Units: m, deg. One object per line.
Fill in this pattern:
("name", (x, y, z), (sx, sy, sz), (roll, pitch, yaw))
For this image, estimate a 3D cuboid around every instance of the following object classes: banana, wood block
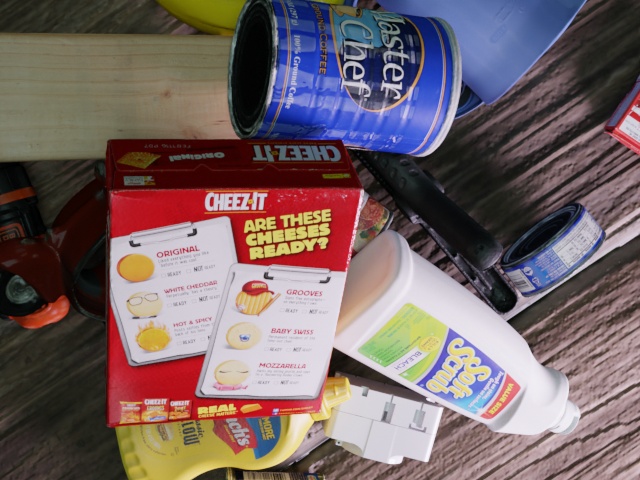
("banana", (-0.065, -0.185, 0.828), (0.198, 0.037, 0.069), (12, 57, 20))
("wood block", (-0.171, -0.105, 0.795), (0.205, 0.091, 0.090), (-4, 94, -21))

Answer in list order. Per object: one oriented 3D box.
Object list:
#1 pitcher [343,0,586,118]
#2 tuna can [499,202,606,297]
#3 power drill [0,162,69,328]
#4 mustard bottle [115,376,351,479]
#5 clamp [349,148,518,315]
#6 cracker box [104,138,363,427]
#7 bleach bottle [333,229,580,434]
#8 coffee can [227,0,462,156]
("pitcher", (0.080, -0.221, 0.835), (0.243, 0.145, 0.149), (39, 65, -3))
("tuna can", (0.191, 0.007, 0.881), (0.086, 0.086, 0.034), (-40, 95, 0))
("power drill", (-0.315, 0.004, 0.859), (0.187, 0.057, 0.184), (-19, 93, -1))
("mustard bottle", (-0.069, 0.141, 0.871), (0.192, 0.058, 0.096), (-14, 82, 8))
("clamp", (0.080, -0.033, 0.839), (0.036, 0.164, 0.210), (-41, 75, -1))
("cracker box", (-0.070, 0.032, 0.753), (0.164, 0.072, 0.214), (-1, 128, -13))
("bleach bottle", (0.122, 0.092, 0.868), (0.250, 0.068, 0.103), (31, 123, -25))
("coffee can", (0.015, -0.117, 0.763), (0.140, 0.103, 0.103), (3, 96, -22))
